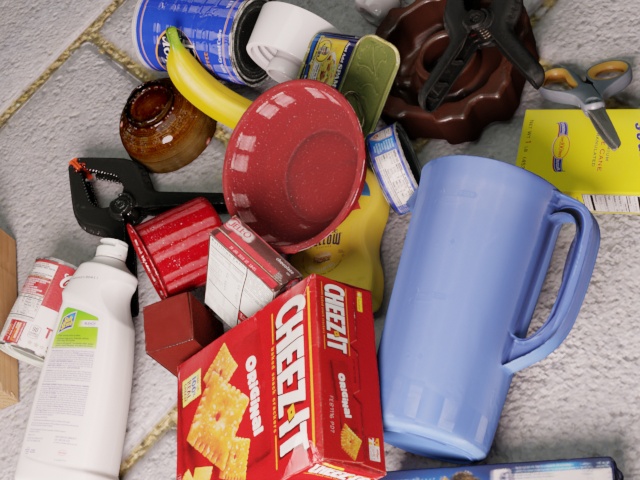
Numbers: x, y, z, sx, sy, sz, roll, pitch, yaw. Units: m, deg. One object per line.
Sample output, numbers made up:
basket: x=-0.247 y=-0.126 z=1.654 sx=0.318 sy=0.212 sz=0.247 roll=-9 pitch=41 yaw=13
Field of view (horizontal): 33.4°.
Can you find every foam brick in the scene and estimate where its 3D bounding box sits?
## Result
foam brick: x=-0.130 y=0.094 z=1.027 sx=0.051 sy=0.078 sz=0.053 roll=-17 pitch=57 yaw=13

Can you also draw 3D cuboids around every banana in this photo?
banana: x=-0.093 y=-0.148 z=1.141 sx=0.198 sy=0.070 sz=0.037 roll=34 pitch=62 yaw=2

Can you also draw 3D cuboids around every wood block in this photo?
wood block: x=-0.386 y=0.080 z=1.145 sx=0.090 sy=0.090 sz=0.206 roll=-20 pitch=56 yaw=12

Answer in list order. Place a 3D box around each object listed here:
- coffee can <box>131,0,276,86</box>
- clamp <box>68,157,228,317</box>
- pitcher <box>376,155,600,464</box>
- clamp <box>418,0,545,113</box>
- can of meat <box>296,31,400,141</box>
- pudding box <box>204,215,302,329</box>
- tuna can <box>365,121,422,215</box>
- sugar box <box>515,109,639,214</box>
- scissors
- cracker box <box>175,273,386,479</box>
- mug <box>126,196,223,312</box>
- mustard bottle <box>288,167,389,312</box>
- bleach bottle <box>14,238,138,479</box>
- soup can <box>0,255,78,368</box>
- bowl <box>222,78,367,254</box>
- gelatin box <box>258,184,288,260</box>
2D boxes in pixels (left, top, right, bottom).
coffee can: x=-0.126 y=-0.232 z=1.196 sx=0.140 sy=0.102 sz=0.102 roll=14 pitch=69 yaw=30
clamp: x=-0.198 y=-0.036 z=1.157 sx=0.164 sy=0.036 sz=0.210 roll=-41 pitch=58 yaw=-4
pitcher: x=0.127 y=0.060 z=0.899 sx=0.145 sy=0.149 sz=0.242 roll=20 pitch=72 yaw=-6
clamp: x=0.163 y=-0.198 z=1.013 sx=0.120 sy=0.039 sz=0.171 roll=2 pitch=64 yaw=26
can of meat: x=0.020 y=-0.155 z=1.057 sx=0.084 sy=0.057 sz=0.102 roll=22 pitch=92 yaw=52
pudding box: x=-0.064 y=0.045 z=0.987 sx=0.039 sy=0.114 sz=0.090 roll=-33 pitch=63 yaw=-32
tuna can: x=0.074 y=-0.068 z=1.021 sx=0.034 sy=0.086 sz=0.086 roll=-22 pitch=56 yaw=13
sugar box: x=0.268 y=-0.072 z=0.959 sx=0.176 sy=0.048 sz=0.093 roll=1 pitch=62 yaw=27
scissors: x=0.261 y=-0.127 z=0.959 sx=0.096 sy=0.016 sz=0.202 roll=-18 pitch=26 yaw=-6
cracker box: x=-0.043 y=0.147 z=0.904 sx=0.214 sy=0.072 sz=0.164 roll=-36 pitch=46 yaw=42
mug: x=-0.130 y=0.019 z=1.058 sx=0.081 sy=0.117 sz=0.093 roll=-26 pitch=12 yaw=-14
mustard bottle: x=0.019 y=-0.019 z=1.036 sx=0.096 sy=0.058 sz=0.191 roll=-8 pitch=59 yaw=27
bleach bottle: x=-0.222 y=0.119 z=1.047 sx=0.103 sy=0.068 sz=0.251 roll=0 pitch=68 yaw=26
soup can: x=-0.286 y=0.076 z=1.115 sx=0.069 sy=0.068 sz=0.102 roll=9 pitch=67 yaw=28
bowl: x=-0.013 y=-0.065 z=0.989 sx=0.162 sy=0.055 sz=0.162 roll=-6 pitch=79 yaw=35
gelatin box: x=-0.057 y=0.001 z=1.050 sx=0.030 sy=0.073 sz=0.089 roll=10 pitch=59 yaw=-18
